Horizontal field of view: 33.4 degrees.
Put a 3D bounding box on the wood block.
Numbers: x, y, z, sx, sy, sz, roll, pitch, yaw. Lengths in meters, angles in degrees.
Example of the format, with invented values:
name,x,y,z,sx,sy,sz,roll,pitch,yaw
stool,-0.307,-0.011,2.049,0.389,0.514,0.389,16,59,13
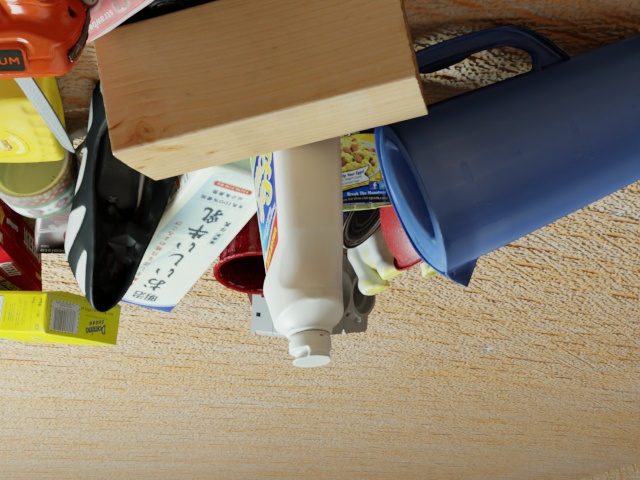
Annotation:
name,x,y,z,sx,sy,sz,roll,pitch,yaw
wood block,-0.038,-0.114,0.736,0.206,0.091,0.090,-13,169,9

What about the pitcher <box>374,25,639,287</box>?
name,x,y,z,sx,sy,sz,roll,pitch,yaw
pitcher,0.170,-0.085,0.848,0.242,0.145,0.149,-23,144,-7

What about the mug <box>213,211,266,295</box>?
name,x,y,z,sx,sy,sz,roll,pitch,yaw
mug,-0.057,0.001,1.012,0.093,0.081,0.117,10,152,-17

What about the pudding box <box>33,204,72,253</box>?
name,x,y,z,sx,sy,sz,roll,pitch,yaw
pudding box,-0.213,-0.027,1.022,0.113,0.039,0.090,3,138,-19

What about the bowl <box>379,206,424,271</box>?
name,x,y,z,sx,sy,sz,roll,pitch,yaw
bowl,0.105,-0.049,0.979,0.055,0.162,0.162,42,142,-10

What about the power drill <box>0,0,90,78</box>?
name,x,y,z,sx,sy,sz,roll,pitch,yaw
power drill,-0.216,-0.176,0.594,0.184,0.057,0.187,0,140,6

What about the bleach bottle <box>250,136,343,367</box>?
name,x,y,z,sx,sy,sz,roll,pitch,yaw
bleach bottle,-0.015,-0.032,0.803,0.068,0.251,0.103,2,157,-18

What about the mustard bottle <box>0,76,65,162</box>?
name,x,y,z,sx,sy,sz,roll,pitch,yaw
mustard bottle,-0.302,-0.094,0.837,0.191,0.058,0.096,-3,157,-6

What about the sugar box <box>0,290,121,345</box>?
name,x,y,z,sx,sy,sz,roll,pitch,yaw
sugar box,-0.290,0.076,1.037,0.177,0.048,0.093,-5,165,35

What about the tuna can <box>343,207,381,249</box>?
name,x,y,z,sx,sy,sz,roll,pitch,yaw
tuna can,0.035,-0.035,1.033,0.086,0.034,0.086,-41,153,-27

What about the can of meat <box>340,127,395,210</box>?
name,x,y,z,sx,sy,sz,roll,pitch,yaw
can of meat,0.016,-0.069,0.922,0.102,0.084,0.057,-4,-174,-5

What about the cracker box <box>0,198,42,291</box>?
name,x,y,z,sx,sy,sz,roll,pitch,yaw
cracker box,-0.402,0.010,1.054,0.213,0.072,0.164,-7,160,0

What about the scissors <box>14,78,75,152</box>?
name,x,y,z,sx,sy,sz,roll,pitch,yaw
scissors,-0.238,-0.132,0.751,0.096,0.016,0.202,3,142,3
